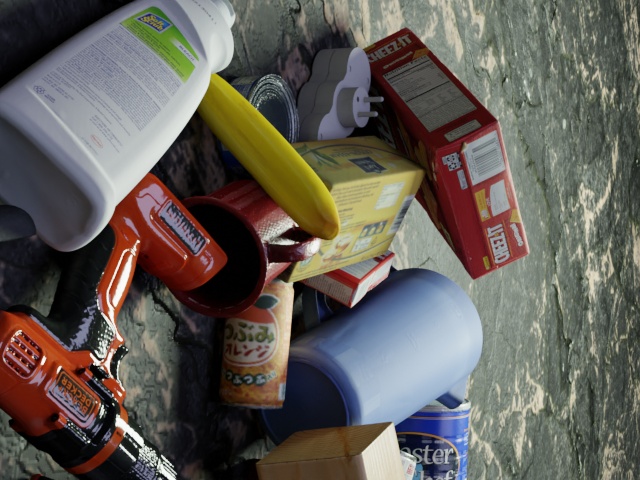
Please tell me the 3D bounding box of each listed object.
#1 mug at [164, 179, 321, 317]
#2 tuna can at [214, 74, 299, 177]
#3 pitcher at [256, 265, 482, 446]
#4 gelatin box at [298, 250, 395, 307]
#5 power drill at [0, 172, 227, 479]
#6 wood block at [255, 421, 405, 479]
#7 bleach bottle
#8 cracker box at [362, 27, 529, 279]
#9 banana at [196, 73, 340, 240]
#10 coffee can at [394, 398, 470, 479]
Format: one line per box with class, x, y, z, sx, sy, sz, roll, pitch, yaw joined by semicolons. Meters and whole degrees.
mug;-0.055;0.001;0.806;0.081;0.117;0.093;-38;123;-61
tuna can;-0.053;-0.095;0.888;0.086;0.034;0.086;-7;97;-62
pitcher;0.040;0.107;0.997;0.242;0.149;0.145;-22;126;-57
gelatin box;0.018;0.021;0.986;0.089;0.073;0.030;-35;148;-57
power drill;-0.129;0.063;0.699;0.184;0.057;0.187;52;44;-33
wood block;0.026;0.258;0.838;0.090;0.090;0.206;-19;98;-68
bleach bottle;-0.120;-0.100;0.704;0.102;0.068;0.250;46;40;-7
cracker box;0.116;-0.089;1.052;0.214;0.072;0.164;-120;-174;-51
banana;-0.046;-0.065;0.798;0.037;0.198;0.069;-48;160;13
coffee can;0.105;0.238;1.137;0.102;0.103;0.140;4;89;-62
